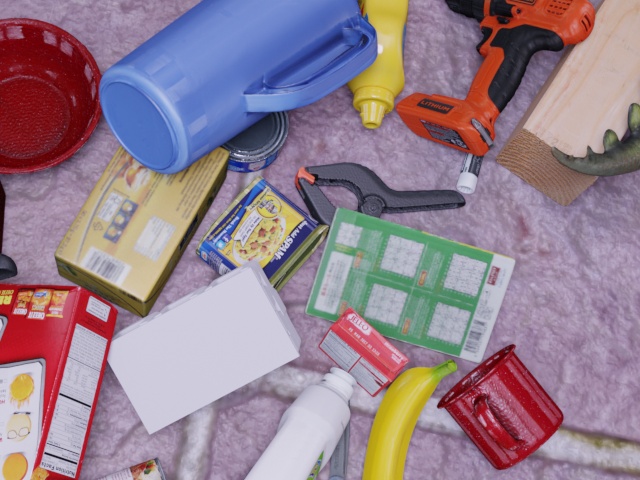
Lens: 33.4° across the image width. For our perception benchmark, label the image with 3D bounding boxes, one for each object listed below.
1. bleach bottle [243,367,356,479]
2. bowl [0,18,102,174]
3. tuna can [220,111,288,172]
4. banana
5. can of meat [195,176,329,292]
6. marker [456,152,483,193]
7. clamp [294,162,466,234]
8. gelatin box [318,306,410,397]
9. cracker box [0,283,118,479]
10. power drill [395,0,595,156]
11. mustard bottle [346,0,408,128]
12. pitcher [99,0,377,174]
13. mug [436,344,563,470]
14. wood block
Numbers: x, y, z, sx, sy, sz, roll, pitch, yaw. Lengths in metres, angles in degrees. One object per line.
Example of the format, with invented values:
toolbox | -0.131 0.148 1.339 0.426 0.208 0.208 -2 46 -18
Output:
bleach bottle | -0.042 0.222 0.933 0.068 0.103 0.250 29 64 10
bowl | -0.289 -0.130 1.025 0.162 0.055 0.162 2 72 -8
tuna can | -0.076 -0.111 1.062 0.086 0.034 0.086 2 72 -8
banana | 0.068 0.197 0.965 0.037 0.070 0.198 20 82 -26
can of meat | -0.057 0.001 1.016 0.084 0.057 0.102 39 71 7
marker | 0.165 -0.105 1.103 0.020 0.020 0.121 19 70 -2
clamp | 0.050 -0.017 1.048 0.171 0.039 0.120 18 68 -3
gelatin box | 0.039 0.103 0.978 0.073 0.089 0.030 42 71 6
cracker box | -0.273 0.145 0.896 0.164 0.072 0.213 1 69 26
power drill | 0.159 -0.186 1.080 0.185 0.057 0.187 26 79 45
mustard bottle | 0.060 -0.203 1.078 0.058 0.096 0.191 8 71 -6
pitcher | -0.073 -0.161 0.975 0.242 0.149 0.145 -42 99 -33
mug | 0.165 0.156 0.970 0.093 0.117 0.081 -40 86 13
wood block | 0.278 -0.150 1.096 0.090 0.091 0.206 34 70 3
